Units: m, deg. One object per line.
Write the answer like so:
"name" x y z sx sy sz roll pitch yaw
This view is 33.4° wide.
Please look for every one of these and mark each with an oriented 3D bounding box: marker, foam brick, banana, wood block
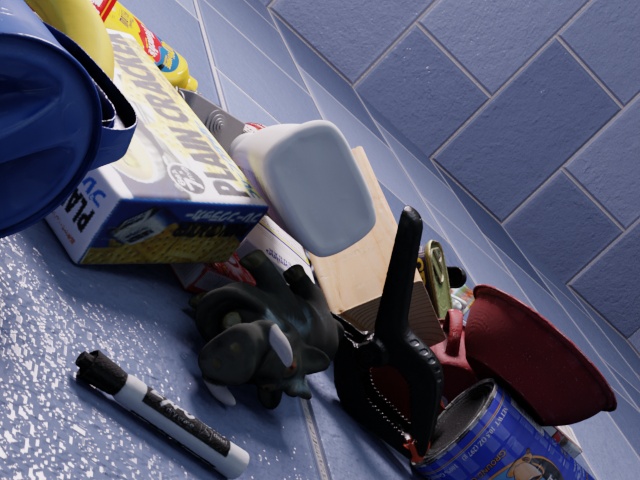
"marker" -0.091 0.100 0.615 0.121 0.020 0.020 40 13 -24
"foam brick" 0.062 0.131 0.942 0.078 0.051 0.053 41 12 -16
"banana" -0.192 -0.159 0.770 0.069 0.037 0.198 -22 58 -35
"wood block" 0.039 0.015 1.033 0.206 0.090 0.090 -109 176 -47

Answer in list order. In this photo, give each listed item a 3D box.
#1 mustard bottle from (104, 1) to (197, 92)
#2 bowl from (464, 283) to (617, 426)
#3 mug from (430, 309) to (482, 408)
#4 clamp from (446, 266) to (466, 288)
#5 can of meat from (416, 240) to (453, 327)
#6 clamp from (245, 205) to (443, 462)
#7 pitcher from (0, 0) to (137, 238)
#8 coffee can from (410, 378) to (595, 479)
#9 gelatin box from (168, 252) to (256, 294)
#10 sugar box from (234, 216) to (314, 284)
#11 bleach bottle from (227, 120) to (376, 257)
"mustard bottle" -0.201 -0.201 1.147 0.191 0.058 0.096 39 22 -30
"bowl" 0.180 0.113 0.941 0.162 0.055 0.162 43 -9 8
"mug" 0.119 0.123 1.026 0.093 0.117 0.081 13 21 -1
"clamp" 0.099 0.042 1.237 0.120 0.039 0.171 10 -2 -2
"can of meat" 0.088 0.057 1.104 0.057 0.084 0.102 9 72 -68
"clamp" 0.033 0.086 0.879 0.036 0.165 0.210 -40 114 -62
"pitcher" -0.225 -0.118 0.631 0.243 0.145 0.149 51 -8 37
"coffee can" 0.162 0.203 0.916 0.140 0.103 0.102 45 12 -2
"gelatin box" -0.098 0.008 0.867 0.073 0.030 0.089 27 22 -54
"sugar box" -0.057 0.001 0.994 0.093 0.048 0.176 41 16 -23
"bleach bottle" -0.035 -0.057 0.891 0.102 0.068 0.251 63 -11 -18
